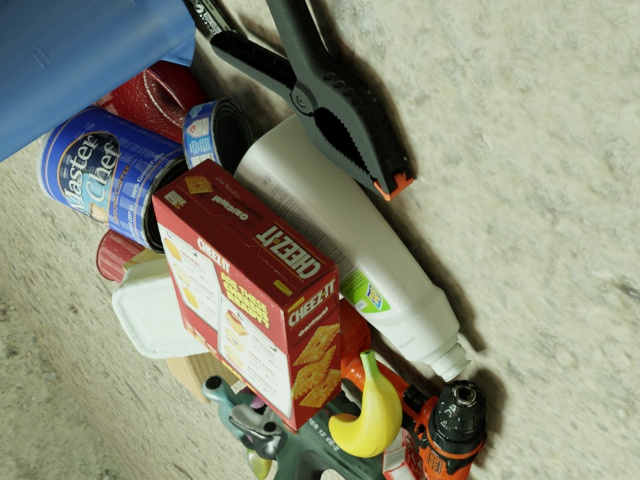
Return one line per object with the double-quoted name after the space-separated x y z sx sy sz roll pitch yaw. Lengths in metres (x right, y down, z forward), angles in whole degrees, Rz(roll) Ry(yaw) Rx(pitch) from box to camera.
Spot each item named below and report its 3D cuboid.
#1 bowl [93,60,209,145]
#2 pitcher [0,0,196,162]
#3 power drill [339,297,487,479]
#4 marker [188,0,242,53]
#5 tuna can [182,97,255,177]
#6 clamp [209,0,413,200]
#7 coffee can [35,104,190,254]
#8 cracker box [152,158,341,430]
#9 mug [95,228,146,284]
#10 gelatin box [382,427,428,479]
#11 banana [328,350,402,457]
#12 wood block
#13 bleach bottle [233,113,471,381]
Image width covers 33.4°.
-0.159 -0.130 1.054 0.162 0.055 0.162 29 145 22 "bowl"
-0.243 -0.173 0.916 0.149 0.242 0.145 50 173 24 "pitcher"
0.075 0.136 0.993 0.188 0.057 0.184 44 156 24 "power drill"
-0.106 -0.210 0.906 0.121 0.020 0.020 54 158 0 "marker"
-0.091 -0.084 0.968 0.034 0.086 0.086 -11 121 21 "tuna can"
-0.004 -0.122 0.804 0.210 0.036 0.165 48 158 9 "clamp"
-0.183 -0.060 1.012 0.140 0.102 0.103 25 146 28 "coffee can"
-0.058 0.052 0.946 0.164 0.072 0.214 39 154 26 "cracker box"
-0.234 0.032 1.440 0.082 0.093 0.117 29 179 38 "mug"
0.095 0.239 1.090 0.073 0.030 0.089 59 -168 -10 "gelatin box"
0.043 0.165 0.985 0.198 0.037 0.069 110 149 -61 "banana"
-0.169 0.102 1.391 0.091 0.090 0.206 34 151 42 "wood block"
0.033 0.015 0.900 0.251 0.068 0.103 50 159 3 "bleach bottle"
